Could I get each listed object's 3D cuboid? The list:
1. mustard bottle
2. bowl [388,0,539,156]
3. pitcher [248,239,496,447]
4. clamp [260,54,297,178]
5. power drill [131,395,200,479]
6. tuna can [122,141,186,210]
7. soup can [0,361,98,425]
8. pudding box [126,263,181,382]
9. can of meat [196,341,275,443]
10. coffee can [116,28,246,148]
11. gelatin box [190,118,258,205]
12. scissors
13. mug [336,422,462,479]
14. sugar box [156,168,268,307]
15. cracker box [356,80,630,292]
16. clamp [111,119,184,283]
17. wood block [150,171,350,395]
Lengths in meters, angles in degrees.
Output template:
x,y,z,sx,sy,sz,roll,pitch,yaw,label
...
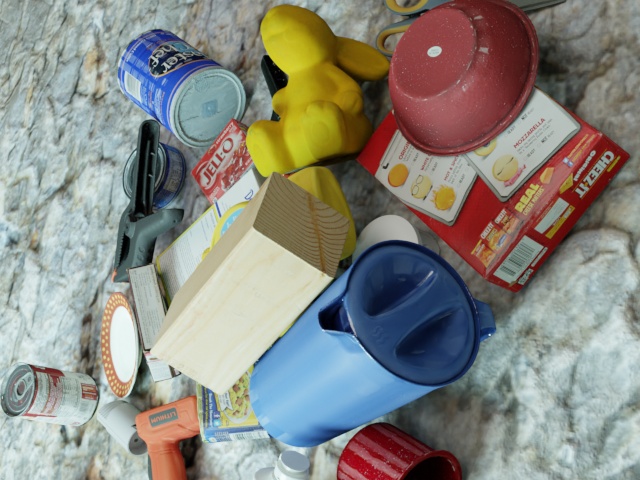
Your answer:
x,y,z,sx,sy,sz,roll,pitch,yaw,label
-0.057,0.001,1.101,0.192,0.058,0.096,-24,81,33,mustard bottle
0.118,-0.162,0.988,0.162,0.055,0.162,-17,63,35,bowl
0.037,0.109,0.988,0.144,0.149,0.243,-54,7,-37,pitcher
-0.025,-0.155,1.208,0.120,0.039,0.171,-30,60,52,clamp
-0.139,0.268,1.163,0.185,0.057,0.187,-21,62,31,power drill
-0.213,-0.083,1.355,0.086,0.033,0.086,-14,67,37,tuna can
-0.335,0.192,1.326,0.069,0.102,0.068,-14,67,37,soup can
-0.194,0.096,1.245,0.039,0.090,0.113,-16,61,-8,pudding box
-0.085,0.161,1.126,0.084,0.057,0.102,-6,69,2,can of meat
-0.171,-0.187,1.307,0.140,0.102,0.103,38,102,42,coffee can
-0.107,-0.088,1.268,0.089,0.030,0.073,-49,50,17,gelatin box
0.144,-0.248,1.092,0.202,0.016,0.096,-19,72,25,scissors
0.060,0.223,0.974,0.082,0.117,0.093,25,134,47,mug
-0.111,0.008,1.231,0.176,0.048,0.093,-38,52,22,sugar box
0.157,-0.078,1.011,0.164,0.072,0.214,-54,48,12,cracker box
-0.211,-0.016,1.275,0.210,0.036,0.165,-68,32,33,clamp
-0.069,0.046,1.024,0.206,0.090,0.090,-48,15,37,wood block
